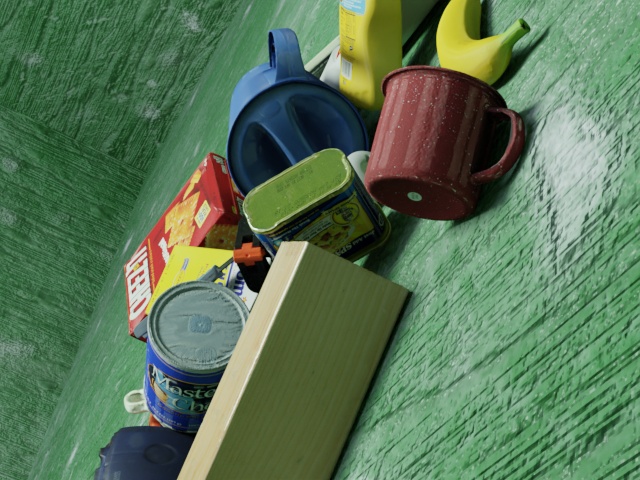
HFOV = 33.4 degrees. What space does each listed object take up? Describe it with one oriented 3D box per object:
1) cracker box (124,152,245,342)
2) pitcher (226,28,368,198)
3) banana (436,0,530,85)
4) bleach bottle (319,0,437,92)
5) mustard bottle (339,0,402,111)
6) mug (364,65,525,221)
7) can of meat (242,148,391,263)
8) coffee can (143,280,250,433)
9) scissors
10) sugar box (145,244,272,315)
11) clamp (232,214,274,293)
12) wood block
[{"bbox_3d":[-0.169,0.012,1.372,0.214,0.072,0.164,-50,28,19],"label":"cracker box"},{"bbox_3d":[-0.035,-0.126,1.094,0.149,0.145,0.243,-51,16,9],"label":"pitcher"},{"bbox_3d":[0.125,-0.162,0.869,0.070,0.037,0.198,-44,20,11],"label":"banana"},{"bbox_3d":[0.058,-0.221,1.159,0.251,0.068,0.102,-53,15,47],"label":"bleach bottle"},{"bbox_3d":[0.048,-0.229,1.034,0.096,0.058,0.192,-124,29,-64],"label":"mustard bottle"},{"bbox_3d":[0.088,-0.065,0.748,0.117,0.093,0.081,3,68,36],"label":"mug"},{"bbox_3d":[-0.004,-0.019,0.891,0.102,0.084,0.057,-30,47,5],"label":"can of meat"},{"bbox_3d":[-0.128,0.121,1.091,0.140,0.103,0.102,106,179,-54],"label":"coffee can"},{"bbox_3d":[-0.126,0.045,1.128,0.202,0.016,0.096,-40,-2,19],"label":"scissors"},{"bbox_3d":[-0.114,0.058,1.193,0.177,0.048,0.093,3,66,47],"label":"sugar box"},{"bbox_3d":[-0.057,0.001,1.052,0.171,0.039,0.120,53,-156,-81],"label":"clamp"},{"bbox_3d":[-0.023,0.112,0.816,0.206,0.090,0.090,-67,13,-6],"label":"wood block"}]
